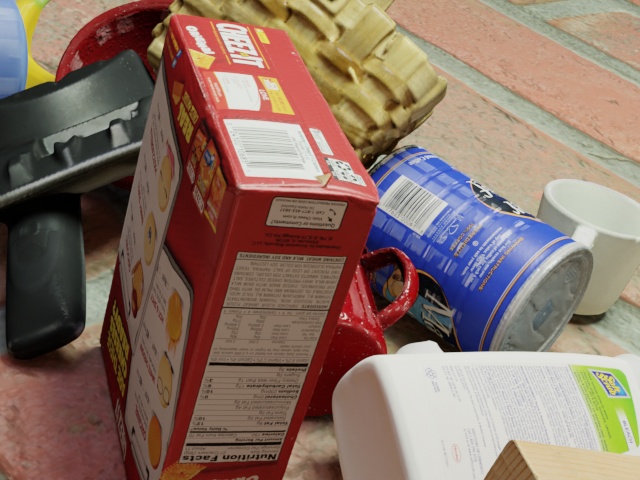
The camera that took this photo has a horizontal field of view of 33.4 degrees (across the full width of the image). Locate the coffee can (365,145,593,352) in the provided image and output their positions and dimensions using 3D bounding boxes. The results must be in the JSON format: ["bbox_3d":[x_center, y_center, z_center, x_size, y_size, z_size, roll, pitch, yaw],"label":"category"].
[{"bbox_3d":[0.094,0.013,0.712,0.140,0.103,0.102,35,36,29],"label":"coffee can"}]

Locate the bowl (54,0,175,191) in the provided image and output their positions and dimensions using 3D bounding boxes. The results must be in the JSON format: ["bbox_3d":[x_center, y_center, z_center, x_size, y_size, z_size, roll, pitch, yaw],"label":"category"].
[{"bbox_3d":[-0.117,-0.097,0.799,0.162,0.055,0.162,4,69,-11],"label":"bowl"}]

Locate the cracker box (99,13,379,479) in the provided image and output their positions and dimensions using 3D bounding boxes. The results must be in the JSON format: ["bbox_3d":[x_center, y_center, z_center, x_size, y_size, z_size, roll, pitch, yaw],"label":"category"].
[{"bbox_3d":[-0.051,0.021,0.529,0.072,0.214,0.164,4,33,-22],"label":"cracker box"}]

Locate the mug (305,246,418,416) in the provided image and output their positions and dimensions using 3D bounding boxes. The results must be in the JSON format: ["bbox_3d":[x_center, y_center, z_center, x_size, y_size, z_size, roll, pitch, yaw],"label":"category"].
[{"bbox_3d":[0.003,0.044,0.625,0.117,0.093,0.081,-24,40,8],"label":"mug"}]

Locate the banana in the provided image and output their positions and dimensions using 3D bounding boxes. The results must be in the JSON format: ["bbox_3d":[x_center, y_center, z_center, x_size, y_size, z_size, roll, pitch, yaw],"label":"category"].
[{"bbox_3d":[-0.240,-0.150,0.868,0.037,0.070,0.198,49,12,-44],"label":"banana"}]

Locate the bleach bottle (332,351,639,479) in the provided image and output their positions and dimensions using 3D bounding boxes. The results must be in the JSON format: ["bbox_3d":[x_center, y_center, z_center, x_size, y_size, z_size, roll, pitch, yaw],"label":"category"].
[{"bbox_3d":[0.133,0.113,0.603,0.250,0.068,0.102,3,60,-29],"label":"bleach bottle"}]
